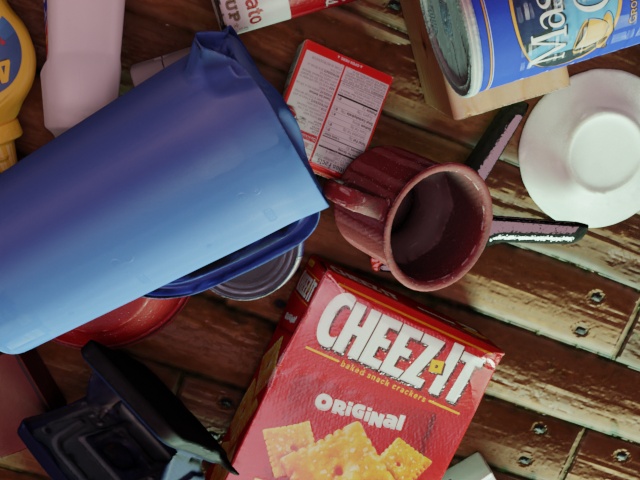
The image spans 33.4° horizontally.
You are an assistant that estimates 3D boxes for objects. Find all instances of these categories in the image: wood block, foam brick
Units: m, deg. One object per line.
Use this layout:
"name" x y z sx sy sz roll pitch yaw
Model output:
"wood block" 0.101 -0.202 0.757 0.090 0.091 0.206 -17 108 -4
"foam brick" -0.236 0.116 0.817 0.051 0.053 0.078 -25 107 -1

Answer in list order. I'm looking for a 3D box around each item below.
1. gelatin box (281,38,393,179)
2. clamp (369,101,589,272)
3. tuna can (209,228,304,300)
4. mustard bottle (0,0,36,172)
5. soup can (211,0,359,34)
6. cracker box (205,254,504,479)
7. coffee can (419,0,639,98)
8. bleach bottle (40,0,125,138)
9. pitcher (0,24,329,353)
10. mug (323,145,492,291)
"gelatin box" 0.004 -0.094 0.796 0.073 0.030 0.089 21 87 -13
"clamp" 0.112 -0.032 0.834 0.171 0.039 0.120 -19 92 1
"tuna can" -0.055 0.001 0.800 0.086 0.033 0.086 0 92 8
"mustard bottle" -0.252 -0.139 0.740 0.096 0.058 0.191 -20 108 -11
"soup can" -0.029 -0.189 0.754 0.102 0.068 0.068 -16 107 -3
"cracker box" 0.023 0.144 0.844 0.164 0.072 0.214 25 95 -14
"coffee can" 0.143 -0.159 0.673 0.140 0.103 0.103 -17 107 -4
"bleach bottle" -0.160 -0.168 0.722 0.068 0.103 0.251 -1 106 -17
"pitcher" -0.121 -0.020 0.706 0.243 0.145 0.149 -29 93 4
"mug" 0.053 -0.023 0.759 0.117 0.082 0.093 11 102 -35
